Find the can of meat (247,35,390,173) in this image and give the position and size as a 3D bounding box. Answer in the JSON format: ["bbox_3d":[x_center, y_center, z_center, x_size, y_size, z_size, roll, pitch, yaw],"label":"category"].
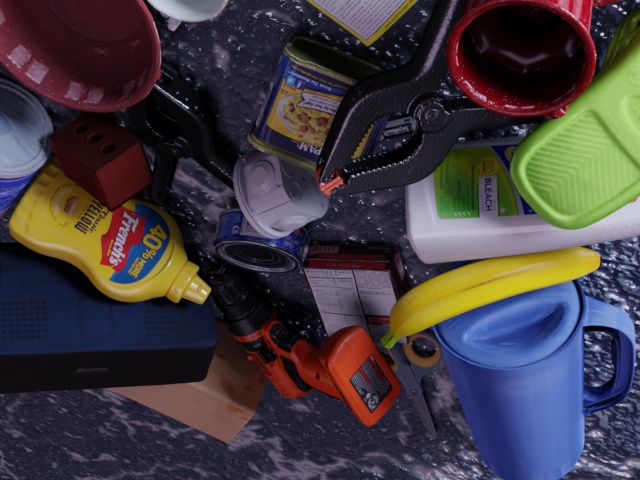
[{"bbox_3d":[0.004,-0.103,0.844,0.102,0.057,0.084,21,120,-4],"label":"can of meat"}]

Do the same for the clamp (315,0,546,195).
[{"bbox_3d":[0.078,-0.110,0.787,0.210,0.036,0.164,-29,120,11],"label":"clamp"}]

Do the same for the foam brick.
[{"bbox_3d":[-0.195,-0.073,0.952,0.078,0.053,0.051,34,152,35],"label":"foam brick"}]

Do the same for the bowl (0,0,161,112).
[{"bbox_3d":[-0.192,-0.181,0.847,0.162,0.055,0.162,12,138,11],"label":"bowl"}]

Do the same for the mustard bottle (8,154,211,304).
[{"bbox_3d":[-0.188,0.003,1.005,0.191,0.096,0.058,32,160,-2],"label":"mustard bottle"}]

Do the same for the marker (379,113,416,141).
[{"bbox_3d":[0.039,-0.090,0.890,0.121,0.020,0.020,-9,133,30],"label":"marker"}]

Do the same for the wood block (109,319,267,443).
[{"bbox_3d":[-0.165,0.126,1.162,0.206,0.090,0.091,26,140,-9],"label":"wood block"}]

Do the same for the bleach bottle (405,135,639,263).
[{"bbox_3d":[0.195,-0.044,0.834,0.251,0.102,0.068,-8,151,20],"label":"bleach bottle"}]

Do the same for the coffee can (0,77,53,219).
[{"bbox_3d":[-0.321,-0.072,0.988,0.102,0.102,0.141,34,138,-17],"label":"coffee can"}]

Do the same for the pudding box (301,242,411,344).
[{"bbox_3d":[0.039,0.051,1.036,0.090,0.039,0.113,3,136,21],"label":"pudding box"}]

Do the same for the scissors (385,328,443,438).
[{"bbox_3d":[0.113,0.149,1.134,0.096,0.016,0.201,-14,130,33],"label":"scissors"}]

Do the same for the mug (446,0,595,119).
[{"bbox_3d":[0.140,-0.133,0.702,0.093,0.081,0.117,-13,130,31],"label":"mug"}]

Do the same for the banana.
[{"bbox_3d":[0.138,0.037,0.879,0.198,0.037,0.069,-19,165,2],"label":"banana"}]

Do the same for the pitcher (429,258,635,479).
[{"bbox_3d":[0.196,0.129,0.996,0.149,0.145,0.243,45,163,40],"label":"pitcher"}]

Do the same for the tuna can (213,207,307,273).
[{"bbox_3d":[-0.057,0.001,0.998,0.086,0.033,0.086,10,160,3],"label":"tuna can"}]

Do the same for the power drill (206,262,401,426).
[{"bbox_3d":[-0.019,0.102,1.054,0.188,0.057,0.184,16,147,51],"label":"power drill"}]

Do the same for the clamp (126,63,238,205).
[{"bbox_3d":[-0.130,-0.086,0.948,0.120,0.039,0.171,-9,133,26],"label":"clamp"}]
